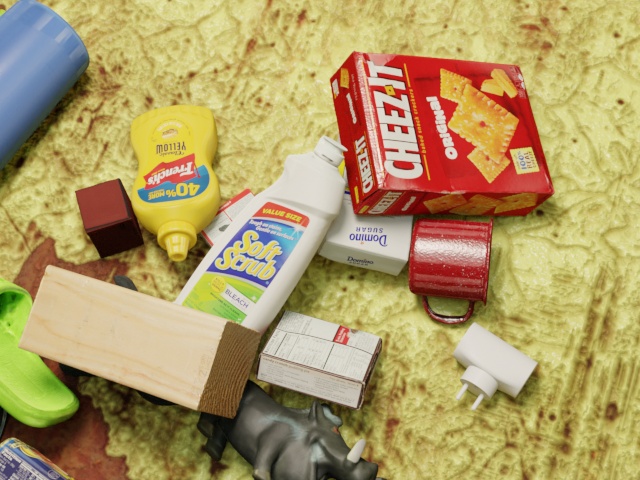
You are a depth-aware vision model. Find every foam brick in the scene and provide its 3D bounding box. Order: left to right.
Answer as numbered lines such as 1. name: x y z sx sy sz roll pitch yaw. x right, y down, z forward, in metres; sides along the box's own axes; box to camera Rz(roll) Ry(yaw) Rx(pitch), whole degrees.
1. foam brick: -0.229 -0.024 1.165 0.053 0.078 0.051 -18 68 -6

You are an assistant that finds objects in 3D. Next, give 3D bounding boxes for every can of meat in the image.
1. can of meat: -0.279 0.243 1.051 0.084 0.102 0.057 32 74 16

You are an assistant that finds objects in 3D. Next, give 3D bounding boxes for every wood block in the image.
1. wood block: -0.176 0.099 1.047 0.206 0.090 0.090 15 82 23

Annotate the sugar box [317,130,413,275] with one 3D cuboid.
1. sugar box: 0.056 -0.055 1.157 0.093 0.048 0.176 14 63 -7

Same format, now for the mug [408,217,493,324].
1. mug: 0.137 0.031 1.125 0.081 0.093 0.117 5 105 10

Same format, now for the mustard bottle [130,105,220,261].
1. mustard bottle: -0.158 -0.059 1.162 0.096 0.058 0.191 -7 55 0

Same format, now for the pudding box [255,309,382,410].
1. pudding box: 0.000 0.121 1.092 0.113 0.039 0.090 14 31 10

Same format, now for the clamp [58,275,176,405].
1. clamp: -0.190 0.128 1.126 0.171 0.039 0.120 37 86 19

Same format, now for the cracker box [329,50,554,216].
1. cracker box: 0.130 -0.112 1.141 0.213 0.072 0.164 0 67 -25

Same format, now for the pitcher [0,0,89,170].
1. pitcher: -0.384 -0.158 1.205 0.149 0.145 0.242 41 71 -8

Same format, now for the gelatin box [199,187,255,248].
1. gelatin box: -0.083 -0.002 1.173 0.073 0.030 0.089 -36 73 -11

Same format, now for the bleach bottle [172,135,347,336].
1. bleach bottle: -0.057 0.001 1.096 0.103 0.068 0.251 35 101 15
